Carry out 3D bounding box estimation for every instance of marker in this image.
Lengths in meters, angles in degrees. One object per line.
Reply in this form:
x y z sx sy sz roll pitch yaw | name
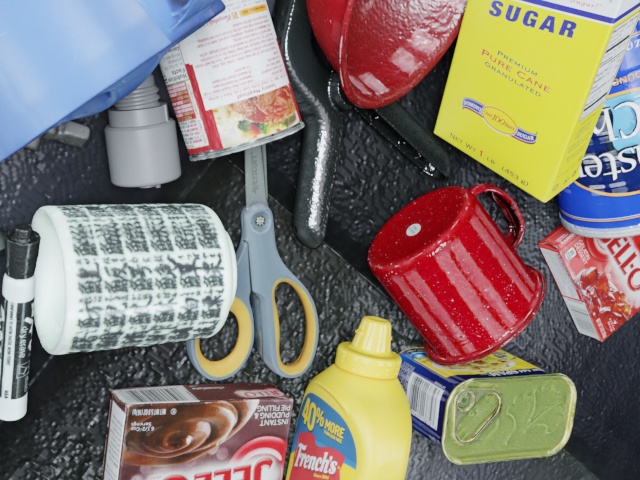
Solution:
-0.168 0.045 0.588 0.020 0.020 0.121 -2 119 -26 | marker

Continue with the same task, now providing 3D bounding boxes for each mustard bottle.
0.015 0.142 0.676 0.058 0.096 0.192 9 98 -27 | mustard bottle

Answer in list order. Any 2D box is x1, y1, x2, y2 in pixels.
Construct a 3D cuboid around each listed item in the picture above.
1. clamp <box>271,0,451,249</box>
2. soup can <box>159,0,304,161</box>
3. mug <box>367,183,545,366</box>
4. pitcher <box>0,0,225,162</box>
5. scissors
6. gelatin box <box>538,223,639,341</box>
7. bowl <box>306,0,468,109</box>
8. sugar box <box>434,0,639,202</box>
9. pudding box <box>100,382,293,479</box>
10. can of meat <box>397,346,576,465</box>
0.022 -0.090 0.659 0.120 0.039 0.171 -20 108 -34 | clamp
-0.056 -0.102 0.594 0.068 0.069 0.102 -21 102 -21 | soup can
0.091 0.011 0.692 0.117 0.093 0.081 -48 113 -22 | mug
-0.154 -0.169 0.479 0.149 0.145 0.243 -35 103 -3 | pitcher
-0.054 0.001 0.655 0.096 0.016 0.202 -23 111 -20 | scissors
0.208 0.017 0.780 0.073 0.030 0.089 -37 115 -15 | gelatin box
0.040 -0.156 0.587 0.162 0.055 0.162 -46 156 -28 | bowl
0.129 -0.116 0.628 0.048 0.093 0.176 -37 150 -34 | sugar box
-0.077 0.136 0.661 0.113 0.039 0.090 3 101 -27 | pudding box
0.104 0.106 0.719 0.101 0.084 0.057 0 102 -27 | can of meat
